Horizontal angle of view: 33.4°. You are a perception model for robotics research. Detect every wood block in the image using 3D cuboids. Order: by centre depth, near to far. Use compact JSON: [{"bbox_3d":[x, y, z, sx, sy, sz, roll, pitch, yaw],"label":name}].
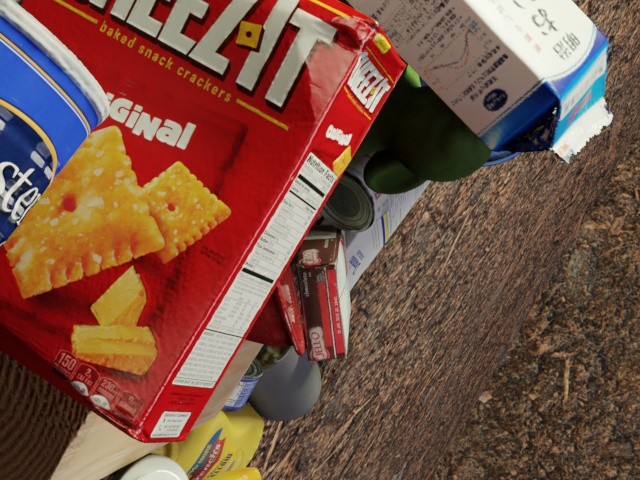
[{"bbox_3d":[-0.130,0.081,0.672,0.090,0.091,0.205,-58,164,19],"label":"wood block"}]

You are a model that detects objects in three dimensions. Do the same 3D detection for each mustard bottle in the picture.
[{"bbox_3d":[-0.116,0.179,0.920,0.096,0.058,0.191,-48,161,3],"label":"mustard bottle"}]

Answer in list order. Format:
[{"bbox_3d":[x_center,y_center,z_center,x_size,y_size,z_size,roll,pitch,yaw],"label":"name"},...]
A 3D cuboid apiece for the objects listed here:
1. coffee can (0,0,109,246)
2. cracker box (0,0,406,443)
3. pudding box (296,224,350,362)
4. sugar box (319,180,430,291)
[{"bbox_3d":[-0.165,-0.028,0.412,0.140,0.103,0.103,-55,161,-13],"label":"coffee can"},{"bbox_3d":[-0.086,-0.037,0.504,0.214,0.164,0.072,-59,163,0],"label":"cracker box"},{"bbox_3d":[0.004,0.043,0.941,0.113,0.039,0.090,-76,161,-70],"label":"pudding box"},{"bbox_3d":[0.059,-0.042,1.061,0.176,0.048,0.093,-50,160,-17],"label":"sugar box"}]
